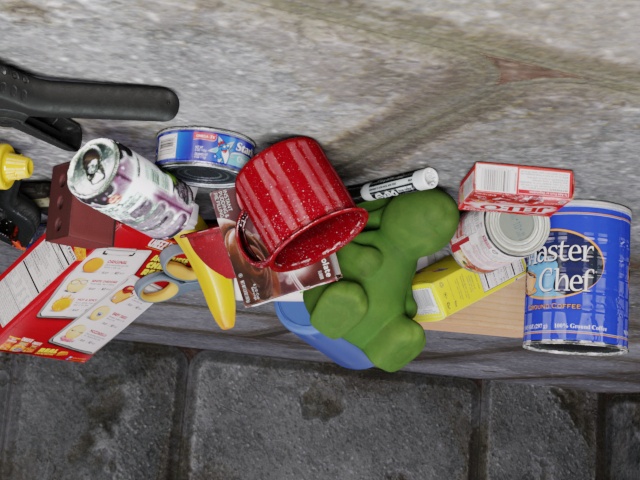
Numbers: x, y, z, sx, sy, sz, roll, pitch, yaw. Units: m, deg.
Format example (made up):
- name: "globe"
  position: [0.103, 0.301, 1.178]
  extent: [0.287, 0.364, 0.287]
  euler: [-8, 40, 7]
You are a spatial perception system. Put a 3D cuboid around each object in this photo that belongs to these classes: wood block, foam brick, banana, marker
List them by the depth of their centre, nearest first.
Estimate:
- name: "marker"
  position: [0.063, -0.049, 0.999]
  extent: [0.020, 0.020, 0.121]
  euler: [12, 167, -34]
- name: "foam brick"
  position: [-0.234, -0.033, 1.052]
  extent: [0.051, 0.078, 0.053]
  euler: [11, 167, -40]
- name: "banana"
  position: [-0.140, 0.008, 1.134]
  extent: [0.037, 0.069, 0.197]
  euler: [-5, 132, 41]
- name: "wood block"
  position: [0.178, 0.074, 1.412]
  extent: [0.206, 0.090, 0.091]
  euler: [5, 170, -6]

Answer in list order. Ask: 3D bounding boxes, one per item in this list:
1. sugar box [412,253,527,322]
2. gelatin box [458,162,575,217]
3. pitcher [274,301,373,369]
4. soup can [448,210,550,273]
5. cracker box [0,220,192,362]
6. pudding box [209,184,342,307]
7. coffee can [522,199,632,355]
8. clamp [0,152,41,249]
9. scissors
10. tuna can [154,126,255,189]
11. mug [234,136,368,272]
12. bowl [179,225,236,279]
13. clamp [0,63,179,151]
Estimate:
- name: "sugar box"
  position: [0.157, 0.036, 1.146]
  extent: [0.175, 0.048, 0.094]
  euler: [-27, -171, -35]
- name: "gelatin box"
  position: [0.174, -0.044, 0.954]
  extent: [0.089, 0.030, 0.073]
  euler: [5, 169, -2]
- name: "pitcher"
  position: [0.015, 0.101, 1.563]
  extent: [0.149, 0.145, 0.242]
  euler: [-12, 161, 17]
- name: "soup can"
  position: [0.173, -0.008, 1.042]
  extent: [0.068, 0.068, 0.102]
  euler: [7, 168, -11]
- name: "cracker box"
  position: [-0.258, 0.042, 1.193]
  extent: [0.214, 0.072, 0.164]
  euler: [-41, 153, 15]
- name: "pudding box"
  position: [-0.039, -0.006, 0.963]
  extent: [0.090, 0.113, 0.039]
  euler: [-18, 179, 14]
- name: "coffee can"
  position: [0.254, 0.039, 1.058]
  extent: [0.103, 0.140, 0.103]
  euler: [4, 169, 1]
- name: "clamp"
  position: [-0.341, -0.043, 1.077]
  extent: [0.120, 0.039, 0.171]
  euler: [12, 150, 6]
- name: "scissors"
  position: [-0.144, 0.057, 1.239]
  extent: [0.096, 0.016, 0.201]
  euler: [-34, 151, 4]
- name: "tuna can"
  position: [-0.100, -0.070, 0.919]
  extent: [0.086, 0.034, 0.086]
  euler: [4, 169, 1]
- name: "mug"
  position: [-0.027, -0.025, 0.895]
  extent: [0.117, 0.081, 0.093]
  euler: [-40, 159, 29]
- name: "bowl"
  position: [-0.057, 0.001, 1.073]
  extent: [0.162, 0.055, 0.162]
  euler: [-14, -178, 0]
- name: "clamp"
  position: [-0.233, -0.102, 0.798]
  extent: [0.209, 0.036, 0.165]
  euler: [7, 169, -33]
